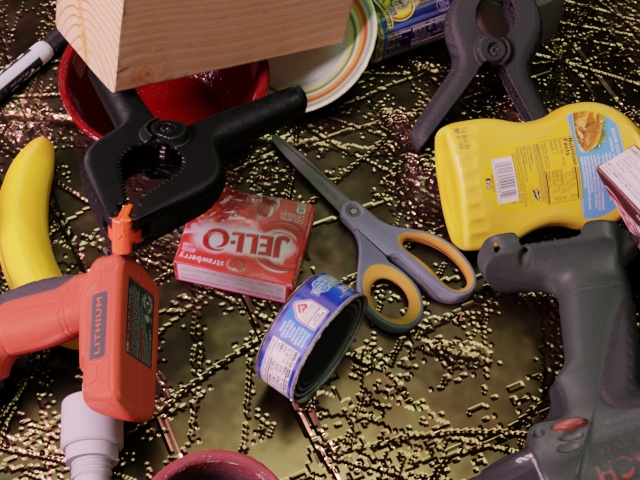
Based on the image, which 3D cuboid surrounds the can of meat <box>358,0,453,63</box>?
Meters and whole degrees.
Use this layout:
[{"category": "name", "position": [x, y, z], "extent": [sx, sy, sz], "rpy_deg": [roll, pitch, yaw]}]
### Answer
[{"category": "can of meat", "position": [0.063, -0.207, 0.908], "extent": [0.083, 0.057, 0.102], "rpy_deg": [-22, 62, -14]}]

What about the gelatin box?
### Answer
[{"category": "gelatin box", "position": [-0.055, 0.001, 0.784], "extent": [0.089, 0.030, 0.073], "rpy_deg": [12, 58, 4]}]

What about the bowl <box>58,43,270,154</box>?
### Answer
[{"category": "bowl", "position": [-0.121, -0.115, 0.838], "extent": [0.162, 0.055, 0.162], "rpy_deg": [2, 58, -3]}]

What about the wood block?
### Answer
[{"category": "wood block", "position": [-0.078, -0.187, 0.784], "extent": [0.205, 0.091, 0.090], "rpy_deg": [-19, 52, -34]}]

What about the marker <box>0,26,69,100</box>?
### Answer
[{"category": "marker", "position": [-0.245, -0.137, 0.866], "extent": [0.020, 0.020, 0.121], "rpy_deg": [33, 62, 16]}]

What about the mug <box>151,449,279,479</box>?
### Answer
[{"category": "mug", "position": [-0.051, 0.181, 0.640], "extent": [0.117, 0.081, 0.093], "rpy_deg": [-14, 60, -12]}]

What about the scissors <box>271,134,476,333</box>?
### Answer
[{"category": "scissors", "position": [0.020, -0.002, 0.799], "extent": [0.202, 0.016, 0.096], "rpy_deg": [31, 61, 15]}]

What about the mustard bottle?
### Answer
[{"category": "mustard bottle", "position": [0.187, -0.054, 0.807], "extent": [0.191, 0.058, 0.096], "rpy_deg": [-10, 91, -10]}]

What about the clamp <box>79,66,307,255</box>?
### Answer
[{"category": "clamp", "position": [-0.094, -0.063, 0.723], "extent": [0.164, 0.036, 0.210], "rpy_deg": [5, 38, -1]}]

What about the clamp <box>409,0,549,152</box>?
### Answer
[{"category": "clamp", "position": [0.146, -0.141, 0.855], "extent": [0.120, 0.039, 0.171], "rpy_deg": [14, 85, -5]}]

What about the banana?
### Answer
[{"category": "banana", "position": [-0.198, 0.007, 0.771], "extent": [0.069, 0.037, 0.198], "rpy_deg": [-11, 59, -32]}]

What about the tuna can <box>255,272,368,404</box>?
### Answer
[{"category": "tuna can", "position": [-0.006, 0.065, 0.714], "extent": [0.034, 0.086, 0.086], "rpy_deg": [32, 61, 18]}]

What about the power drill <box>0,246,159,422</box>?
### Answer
[{"category": "power drill", "position": [-0.198, 0.086, 0.674], "extent": [0.188, 0.057, 0.184], "rpy_deg": [-9, 65, 15]}]
